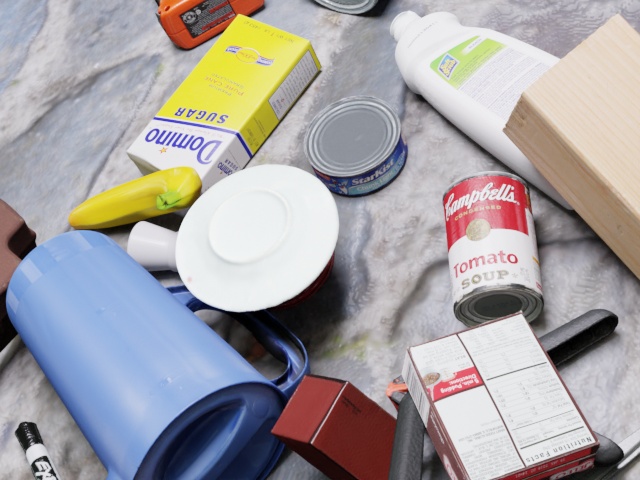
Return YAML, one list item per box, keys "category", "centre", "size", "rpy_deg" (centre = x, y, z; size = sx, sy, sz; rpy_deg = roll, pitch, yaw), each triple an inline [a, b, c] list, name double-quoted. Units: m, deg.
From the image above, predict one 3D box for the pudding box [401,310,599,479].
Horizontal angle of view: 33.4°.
- category: "pudding box"
  centre: [0.115, 0.109, 0.697]
  size: [0.090, 0.039, 0.113]
  rpy_deg: [-15, 54, -11]

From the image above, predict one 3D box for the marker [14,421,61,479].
- category: "marker"
  centre: [-0.214, 0.189, 0.841]
  size: [0.020, 0.020, 0.121]
  rpy_deg: [-35, 53, -5]

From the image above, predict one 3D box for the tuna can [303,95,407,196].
- category: "tuna can"
  centre: [0.031, -0.081, 0.918]
  size: [0.086, 0.033, 0.086]
  rpy_deg: [-10, 56, 14]

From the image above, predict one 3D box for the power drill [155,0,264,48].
- category: "power drill"
  centre: [-0.125, -0.295, 1.103]
  size: [0.184, 0.057, 0.188]
  rpy_deg: [-31, 50, 3]

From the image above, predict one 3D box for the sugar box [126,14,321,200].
- category: "sugar box"
  centre: [-0.088, -0.121, 0.981]
  size: [0.093, 0.048, 0.176]
  rpy_deg: [26, 69, 31]

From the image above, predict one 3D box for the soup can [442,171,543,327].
- category: "soup can"
  centre: [0.129, 0.009, 0.803]
  size: [0.068, 0.068, 0.102]
  rpy_deg: [-10, 56, 14]

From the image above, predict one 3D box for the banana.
- category: "banana"
  centre: [-0.152, -0.037, 0.918]
  size: [0.198, 0.069, 0.037]
  rpy_deg: [-10, 92, 56]

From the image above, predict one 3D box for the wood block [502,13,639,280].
- category: "wood block"
  centre: [0.233, -0.040, 0.733]
  size: [0.090, 0.090, 0.206]
  rpy_deg: [-40, 80, -8]

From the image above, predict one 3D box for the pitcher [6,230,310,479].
- category: "pitcher"
  centre: [-0.133, 0.090, 0.817]
  size: [0.243, 0.149, 0.145]
  rpy_deg: [41, 108, 38]

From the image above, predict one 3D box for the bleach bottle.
- category: "bleach bottle"
  centre: [0.151, -0.131, 0.891]
  size: [0.102, 0.068, 0.251]
  rpy_deg: [-38, 51, -8]

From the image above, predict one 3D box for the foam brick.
- category: "foam brick"
  centre: [0.017, 0.136, 0.747]
  size: [0.051, 0.078, 0.053]
  rpy_deg: [-2, 51, 56]
